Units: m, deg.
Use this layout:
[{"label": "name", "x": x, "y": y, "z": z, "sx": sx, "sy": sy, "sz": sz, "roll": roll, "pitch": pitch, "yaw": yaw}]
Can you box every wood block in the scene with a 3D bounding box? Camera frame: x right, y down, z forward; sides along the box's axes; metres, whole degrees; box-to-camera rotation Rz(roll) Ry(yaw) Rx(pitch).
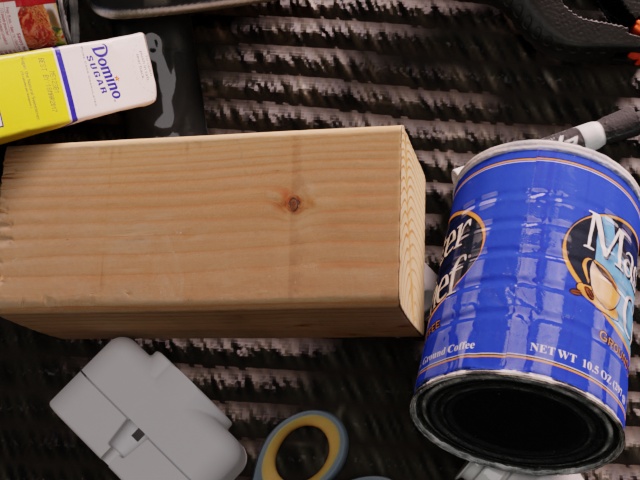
[{"label": "wood block", "x": -0.054, "y": 0.001, "z": 0.555, "sx": 0.206, "sy": 0.090, "sz": 0.091, "roll": -1, "pitch": 75, "yaw": 13}]

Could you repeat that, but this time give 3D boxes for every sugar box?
[{"label": "sugar box", "x": -0.177, "y": -0.068, "z": 0.544, "sx": 0.094, "sy": 0.175, "sz": 0.048, "roll": -4, "pitch": 100, "yaw": 39}]

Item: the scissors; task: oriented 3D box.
[{"label": "scissors", "x": -0.052, "y": 0.159, "z": 0.577, "sx": 0.201, "sy": 0.016, "sz": 0.096, "roll": -18, "pitch": 75, "yaw": -6}]

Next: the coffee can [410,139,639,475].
[{"label": "coffee can", "x": 0.108, "y": 0.034, "z": 0.546, "sx": 0.103, "sy": 0.103, "sz": 0.140, "roll": 15, "pitch": 56, "yaw": 2}]

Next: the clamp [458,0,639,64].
[{"label": "clamp", "x": 0.134, "y": -0.172, "z": 0.654, "sx": 0.171, "sy": 0.039, "sz": 0.120, "roll": 27, "pitch": 81, "yaw": -1}]

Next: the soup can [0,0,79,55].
[{"label": "soup can", "x": -0.197, "y": -0.140, "z": 0.622, "sx": 0.102, "sy": 0.068, "sz": 0.068, "roll": -7, "pitch": 76, "yaw": -4}]
